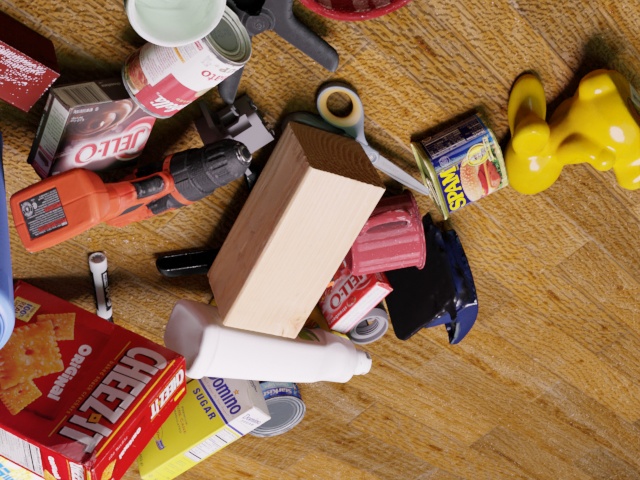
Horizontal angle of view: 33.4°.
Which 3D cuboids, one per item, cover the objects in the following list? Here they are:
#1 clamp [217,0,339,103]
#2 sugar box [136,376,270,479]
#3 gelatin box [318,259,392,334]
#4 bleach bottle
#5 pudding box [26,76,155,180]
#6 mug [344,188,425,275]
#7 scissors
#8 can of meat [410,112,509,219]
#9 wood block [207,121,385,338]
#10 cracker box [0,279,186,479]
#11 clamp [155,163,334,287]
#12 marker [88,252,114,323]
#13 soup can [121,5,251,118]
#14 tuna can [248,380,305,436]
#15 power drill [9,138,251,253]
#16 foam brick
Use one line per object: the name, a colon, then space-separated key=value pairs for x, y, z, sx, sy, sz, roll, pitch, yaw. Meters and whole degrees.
clamp: x=-0.066 y=-0.200 z=0.986 sx=0.120 sy=0.039 sz=0.171 roll=-27 pitch=131 yaw=6
sugar box: x=-0.155 y=0.226 z=1.345 sx=0.176 sy=0.093 sz=0.048 roll=-35 pitch=137 yaw=12
gelatin box: x=0.036 y=0.056 z=1.268 sx=0.030 sy=0.073 sz=0.089 roll=24 pitch=121 yaw=-40
bleach bottle: x=-0.045 y=0.125 z=1.203 sx=0.250 sy=0.103 sz=0.068 roll=14 pitch=103 yaw=-33
pudding box: x=-0.208 y=-0.105 z=0.992 sx=0.113 sy=0.039 sz=0.090 roll=-16 pitch=144 yaw=-46
mug: x=0.068 y=-0.009 z=1.197 sx=0.081 sy=0.093 sz=0.117 roll=-10 pitch=167 yaw=-8
scissors: x=0.055 y=-0.109 z=1.135 sx=0.201 sy=0.016 sz=0.096 roll=14 pitch=122 yaw=-27
can of meat: x=0.157 y=-0.084 z=1.192 sx=0.084 sy=0.057 sz=0.102 roll=-27 pitch=139 yaw=0
wood block: x=-0.030 y=-0.008 z=1.115 sx=0.090 sy=0.090 sz=0.206 roll=13 pitch=122 yaw=-29
cracker box: x=-0.269 y=0.148 z=1.087 sx=0.214 sy=0.164 sz=0.072 roll=22 pitch=137 yaw=17
clamp: x=-0.058 y=0.001 z=1.199 sx=0.209 sy=0.036 sz=0.165 roll=19 pitch=122 yaw=-35
marker: x=-0.243 y=0.061 z=1.191 sx=0.020 sy=0.020 sz=0.121 roll=-10 pitch=137 yaw=-14
soup can: x=-0.120 y=-0.163 z=0.956 sx=0.102 sy=0.068 sz=0.068 roll=-28 pitch=142 yaw=34
tuna can: x=-0.065 y=0.223 z=1.426 sx=0.086 sy=0.034 sz=0.086 roll=-12 pitch=137 yaw=-12
power drill: x=-0.176 y=-0.045 z=0.990 sx=0.185 sy=0.057 sz=0.187 roll=-21 pitch=178 yaw=31
foam brick: x=-0.274 y=-0.158 z=0.925 sx=0.051 sy=0.053 sz=0.078 roll=-42 pitch=135 yaw=20
